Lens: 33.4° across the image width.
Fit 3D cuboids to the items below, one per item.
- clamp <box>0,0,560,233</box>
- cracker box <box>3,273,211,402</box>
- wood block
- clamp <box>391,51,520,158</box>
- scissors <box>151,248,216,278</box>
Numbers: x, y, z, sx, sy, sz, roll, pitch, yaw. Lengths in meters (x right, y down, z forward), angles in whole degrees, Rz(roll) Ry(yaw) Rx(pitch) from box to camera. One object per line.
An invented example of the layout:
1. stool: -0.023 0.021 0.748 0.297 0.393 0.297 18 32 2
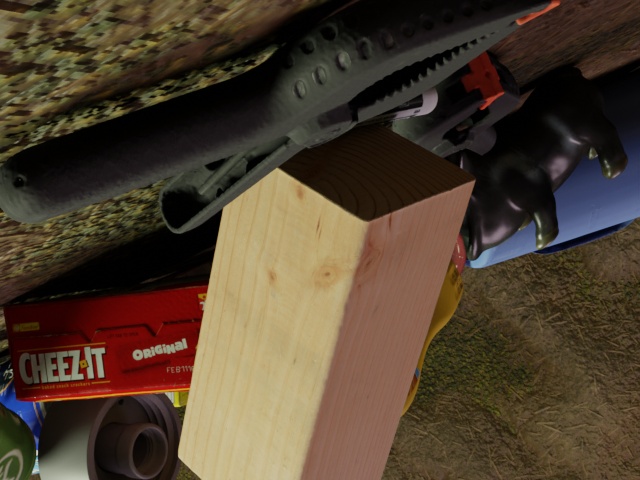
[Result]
1. clamp: -0.007 -0.054 0.429 0.210 0.036 0.164 -26 174 5
2. cracker box: -0.097 0.063 0.762 0.164 0.072 0.213 -7 180 13
3. wood block: -0.003 0.047 0.572 0.090 0.090 0.206 -20 134 -44
4. clamp: 0.067 -0.066 0.660 0.120 0.039 0.171 -29 169 -7
5. scissors: -0.056 0.001 0.881 0.201 0.016 0.096 -23 174 -22
